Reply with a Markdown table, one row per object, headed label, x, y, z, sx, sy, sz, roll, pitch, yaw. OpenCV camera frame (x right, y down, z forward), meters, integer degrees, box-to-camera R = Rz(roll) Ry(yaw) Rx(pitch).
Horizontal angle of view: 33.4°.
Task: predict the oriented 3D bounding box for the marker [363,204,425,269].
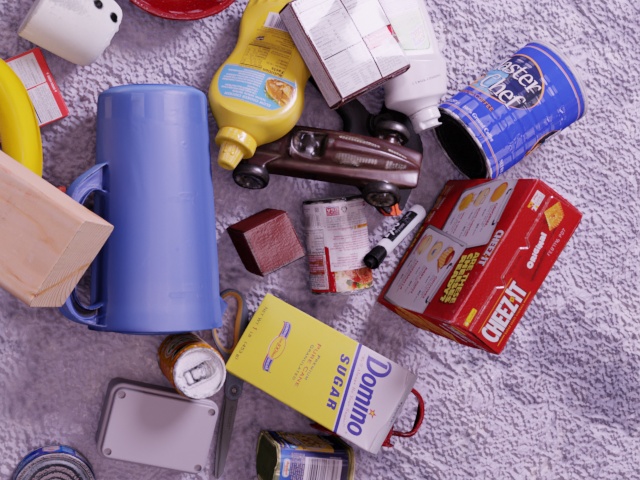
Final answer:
| label | x | y | z | sx | sy | sz | roll | pitch | yaw |
| --- | --- | --- | --- | --- | --- | --- | --- | --- | --- |
| marker | 0.080 | -0.004 | 1.145 | 0.020 | 0.020 | 0.120 | 59 | 42 | -11 |

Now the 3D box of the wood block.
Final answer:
| label | x | y | z | sx | sy | sz | roll | pitch | yaw |
| --- | --- | --- | --- | --- | --- | --- | --- | --- | --- |
| wood block | -0.301 | -0.034 | 0.943 | 0.206 | 0.091 | 0.090 | 33 | 90 | 6 |

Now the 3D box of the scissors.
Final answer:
| label | x | y | z | sx | sy | sz | roll | pitch | yaw |
| --- | --- | --- | --- | --- | --- | --- | --- | --- | --- |
| scissors | -0.075 | 0.150 | 1.146 | 0.096 | 0.016 | 0.202 | -6 | 95 | -16 |

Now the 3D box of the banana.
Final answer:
| label | x | y | z | sx | sy | sz | roll | pitch | yaw |
| --- | --- | --- | --- | --- | --- | --- | --- | --- | --- |
| banana | -0.301 | -0.103 | 1.013 | 0.069 | 0.037 | 0.198 | -22 | 85 | 1 |

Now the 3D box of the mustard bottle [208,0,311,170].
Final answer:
| label | x | y | z | sx | sy | sz | roll | pitch | yaw |
| --- | --- | --- | --- | --- | --- | --- | --- | --- | --- |
| mustard bottle | -0.059 | -0.156 | 1.073 | 0.096 | 0.058 | 0.191 | 18 | 69 | 11 |

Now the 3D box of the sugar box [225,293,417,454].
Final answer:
| label | x | y | z | sx | sy | sz | roll | pitch | yaw |
| --- | --- | --- | --- | --- | --- | --- | --- | --- | --- |
| sugar box | 0.000 | 0.135 | 1.091 | 0.176 | 0.048 | 0.093 | 26 | 83 | 18 |

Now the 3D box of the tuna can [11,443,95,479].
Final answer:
| label | x | y | z | sx | sy | sz | roll | pitch | yaw |
| --- | --- | --- | --- | --- | --- | --- | --- | --- | --- |
| tuna can | -0.271 | 0.253 | 1.085 | 0.086 | 0.034 | 0.086 | -1 | 93 | -16 |

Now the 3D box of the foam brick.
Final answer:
| label | x | y | z | sx | sy | sz | roll | pitch | yaw |
| --- | --- | --- | --- | --- | --- | --- | --- | --- | --- |
| foam brick | -0.057 | 0.001 | 1.111 | 0.051 | 0.078 | 0.053 | -27 | 102 | -14 |

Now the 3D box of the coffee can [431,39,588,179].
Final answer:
| label | x | y | z | sx | sy | sz | roll | pitch | yaw |
| --- | --- | --- | --- | --- | --- | --- | --- | --- | --- |
| coffee can | 0.205 | -0.139 | 1.165 | 0.140 | 0.103 | 0.103 | -35 | 102 | -12 |

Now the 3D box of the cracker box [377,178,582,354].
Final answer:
| label | x | y | z | sx | sy | sz | roll | pitch | yaw |
| --- | --- | --- | --- | --- | --- | --- | --- | --- | --- |
| cracker box | 0.158 | 0.021 | 1.102 | 0.072 | 0.214 | 0.164 | 33 | 84 | -15 |

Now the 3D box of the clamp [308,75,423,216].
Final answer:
| label | x | y | z | sx | sy | sz | roll | pitch | yaw |
| --- | --- | --- | --- | --- | --- | --- | --- | --- | --- |
| clamp | 0.069 | -0.133 | 1.161 | 0.164 | 0.036 | 0.210 | -18 | 94 | -14 |

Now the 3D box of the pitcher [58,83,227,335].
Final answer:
| label | x | y | z | sx | sy | sz | roll | pitch | yaw |
| --- | --- | --- | --- | --- | --- | --- | --- | --- | --- |
| pitcher | -0.172 | -0.028 | 1.048 | 0.145 | 0.149 | 0.243 | -1 | 90 | 6 |

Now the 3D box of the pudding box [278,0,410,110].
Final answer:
| label | x | y | z | sx | sy | sz | roll | pitch | yaw |
| --- | --- | --- | --- | --- | --- | --- | --- | --- | --- |
| pudding box | 0.025 | -0.199 | 1.053 | 0.090 | 0.039 | 0.113 | -29 | 91 | -19 |

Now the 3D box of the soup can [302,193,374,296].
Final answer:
| label | x | y | z | sx | sy | sz | roll | pitch | yaw |
| --- | --- | --- | --- | --- | --- | --- | --- | --- | --- |
| soup can | 0.019 | 0.004 | 1.138 | 0.068 | 0.069 | 0.102 | -8 | 95 | -16 |

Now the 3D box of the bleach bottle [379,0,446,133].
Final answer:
| label | x | y | z | sx | sy | sz | roll | pitch | yaw |
| --- | --- | --- | --- | --- | --- | --- | --- | --- | --- |
| bleach bottle | 0.061 | -0.231 | 1.116 | 0.102 | 0.068 | 0.251 | -21 | 89 | -14 |

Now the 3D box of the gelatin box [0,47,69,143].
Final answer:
| label | x | y | z | sx | sy | sz | roll | pitch | yaw |
| --- | --- | --- | --- | --- | --- | --- | --- | --- | --- |
| gelatin box | -0.304 | -0.140 | 1.056 | 0.089 | 0.030 | 0.073 | -26 | 101 | -13 |

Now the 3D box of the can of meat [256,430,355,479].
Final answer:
| label | x | y | z | sx | sy | sz | roll | pitch | yaw |
| --- | --- | --- | --- | --- | --- | --- | --- | --- | --- |
| can of meat | -0.018 | 0.235 | 1.123 | 0.083 | 0.102 | 0.057 | 8 | 90 | -15 |
